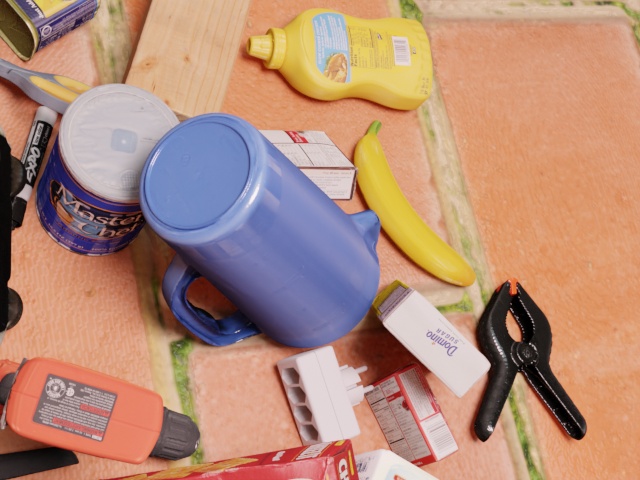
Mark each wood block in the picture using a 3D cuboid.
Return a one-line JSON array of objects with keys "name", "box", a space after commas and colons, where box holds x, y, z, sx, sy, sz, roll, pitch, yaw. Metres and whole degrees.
[{"name": "wood block", "box": [-0.127, -0.190, 1.013, 0.090, 0.091, 0.206, 19, 64, -15]}]

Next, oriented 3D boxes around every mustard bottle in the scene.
[{"name": "mustard bottle", "box": [0.017, -0.189, 1.091, 0.191, 0.058, 0.096, 3, 71, -22]}]

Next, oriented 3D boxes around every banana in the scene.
[{"name": "banana", "box": [0.085, -0.031, 1.072, 0.069, 0.037, 0.198, -26, 82, -27]}]

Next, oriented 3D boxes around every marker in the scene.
[{"name": "marker", "box": [-0.259, -0.064, 0.950, 0.020, 0.020, 0.121, 18, 65, -16]}]

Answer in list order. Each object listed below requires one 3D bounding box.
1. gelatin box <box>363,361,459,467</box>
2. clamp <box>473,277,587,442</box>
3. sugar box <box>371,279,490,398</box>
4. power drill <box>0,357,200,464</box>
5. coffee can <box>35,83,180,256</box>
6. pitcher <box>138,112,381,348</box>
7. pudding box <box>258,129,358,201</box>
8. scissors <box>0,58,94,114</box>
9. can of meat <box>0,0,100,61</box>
[{"name": "gelatin box", "box": [0.082, 0.162, 0.977, 0.030, 0.073, 0.089, -21, 79, -27]}, {"name": "clamp", "box": [0.190, 0.122, 1.058, 0.120, 0.039, 0.171, -3, 66, -29]}, {"name": "sugar box", "box": [0.095, 0.083, 0.956, 0.093, 0.176, 0.048, 44, 88, -2]}, {"name": "power drill", "box": [-0.170, 0.135, 0.818, 0.184, 0.188, 0.057, 17, 77, -13]}, {"name": "coffee can", "box": [-0.182, -0.057, 0.910, 0.102, 0.140, 0.103, 8, 68, -20]}, {"name": "pitcher", "box": [-0.056, 0.001, 0.881, 0.145, 0.242, 0.149, 5, 71, 24]}, {"name": "pudding box", "box": [-0.033, -0.072, 1.011, 0.113, 0.039, 0.090, -2, 30, -22]}, {"name": "scissors", "box": [-0.277, -0.156, 0.972, 0.202, 0.016, 0.096, 29, 17, 16]}, {"name": "can of meat", "box": [-0.268, -0.231, 0.989, 0.102, 0.058, 0.083, 49, 59, 0]}]
